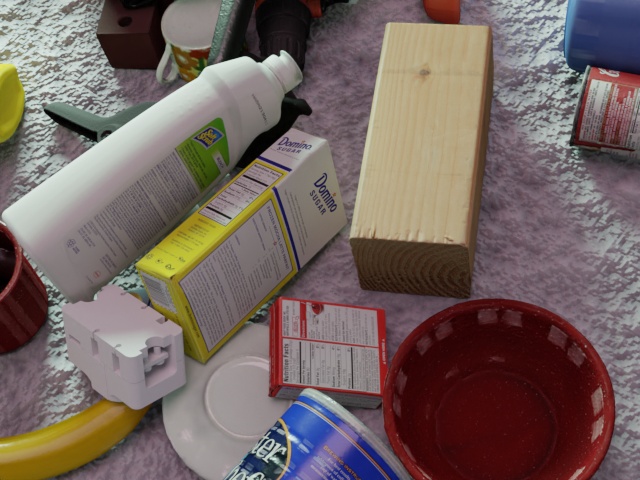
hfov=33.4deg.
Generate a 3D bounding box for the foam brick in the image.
[{"bbox_3d":[-0.172,-0.207,1.002,0.053,0.051,0.078,1,61,9],"label":"foam brick"}]

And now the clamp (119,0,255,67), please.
[{"bbox_3d":[-0.076,-0.249,0.928,0.165,0.036,0.210,34,86,34],"label":"clamp"}]

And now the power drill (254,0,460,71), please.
[{"bbox_3d":[0.032,-0.228,0.980,0.188,0.057,0.184,-5,60,6],"label":"power drill"}]

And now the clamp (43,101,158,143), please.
[{"bbox_3d":[-0.184,-0.071,0.924,0.172,0.039,0.120,-1,67,26],"label":"clamp"}]

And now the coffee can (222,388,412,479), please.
[{"bbox_3d":[-0.020,0.186,0.726,0.103,0.103,0.140,37,72,25],"label":"coffee can"}]

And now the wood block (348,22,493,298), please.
[{"bbox_3d":[0.086,-0.067,0.862,0.091,0.090,0.206,5,62,12],"label":"wood block"}]

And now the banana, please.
[{"bbox_3d":[-0.222,0.150,0.800,0.197,0.070,0.037,-5,22,-9],"label":"banana"}]

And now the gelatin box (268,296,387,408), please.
[{"bbox_3d":[0.005,0.085,0.805,0.089,0.030,0.073,8,59,-15],"label":"gelatin box"}]

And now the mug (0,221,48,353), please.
[{"bbox_3d":[-0.274,0.051,0.854,0.093,0.081,0.117,12,63,15],"label":"mug"}]

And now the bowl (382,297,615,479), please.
[{"bbox_3d":[0.126,0.125,0.766,0.162,0.055,0.162,-4,60,6],"label":"bowl"}]

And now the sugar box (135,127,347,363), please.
[{"bbox_3d":[-0.056,0.001,0.825,0.048,0.093,0.176,23,54,34],"label":"sugar box"}]

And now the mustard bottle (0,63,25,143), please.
[{"bbox_3d":[-0.374,-0.117,0.974,0.192,0.058,0.096,-5,39,7],"label":"mustard bottle"}]

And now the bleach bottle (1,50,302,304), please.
[{"bbox_3d":[-0.117,-0.058,0.831,0.250,0.102,0.068,-38,57,-10],"label":"bleach bottle"}]
